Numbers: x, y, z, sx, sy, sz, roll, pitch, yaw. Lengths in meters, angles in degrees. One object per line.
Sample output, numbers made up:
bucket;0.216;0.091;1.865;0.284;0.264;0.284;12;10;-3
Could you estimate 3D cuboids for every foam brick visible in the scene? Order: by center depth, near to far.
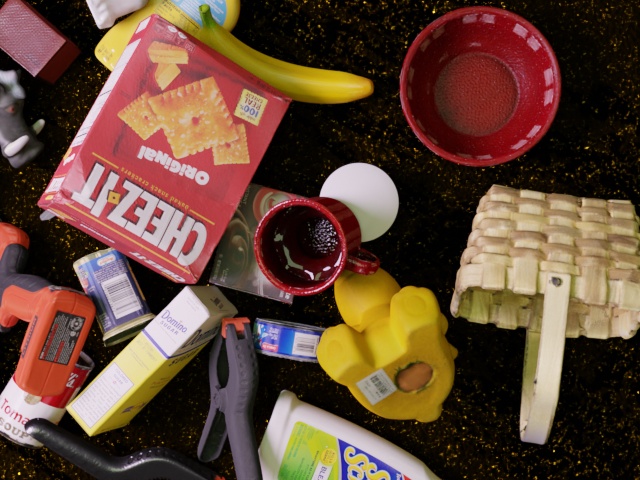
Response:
foam brick;-0.305;-0.212;1.131;0.078;0.051;0.053;42;93;4

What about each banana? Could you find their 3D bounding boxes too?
banana;-0.045;-0.177;1.101;0.197;0.070;0.037;21;65;-15

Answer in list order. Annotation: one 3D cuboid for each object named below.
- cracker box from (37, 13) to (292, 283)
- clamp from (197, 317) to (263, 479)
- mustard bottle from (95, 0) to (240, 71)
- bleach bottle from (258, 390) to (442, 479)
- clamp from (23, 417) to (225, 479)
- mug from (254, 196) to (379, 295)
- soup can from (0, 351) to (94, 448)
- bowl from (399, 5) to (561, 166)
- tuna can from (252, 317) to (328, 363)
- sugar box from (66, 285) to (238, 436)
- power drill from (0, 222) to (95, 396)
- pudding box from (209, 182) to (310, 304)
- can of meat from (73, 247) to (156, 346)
cracker box;-0.149;-0.088;1.045;0.164;0.072;0.213;31;77;-21
clamp;-0.084;0.165;1.062;0.039;0.120;0.171;-6;109;-35
mustard bottle;-0.141;-0.238;1.115;0.096;0.058;0.191;39;92;-6
bleach bottle;0.060;0.243;1.089;0.251;0.068;0.102;20;90;2
clamp;-0.205;0.248;1.100;0.210;0.036;0.164;-6;112;-3
mug;0.003;0.005;1.040;0.117;0.081;0.093;19;104;14
soup can;-0.292;0.156;1.113;0.068;0.068;0.102;32;92;4
bowl;0.162;-0.154;1.093;0.162;0.055;0.162;0;89;4
tuna can;-0.028;0.102;1.086;0.086;0.086;0.034;9;88;4
sugar box;-0.168;0.120;1.082;0.176;0.093;0.048;-43;80;8
power drill;-0.315;0.088;1.076;0.188;0.057;0.184;23;93;43
pudding box;-0.057;0.001;1.113;0.090;0.039;0.113;14;90;4
can of meat;-0.211;0.057;1.092;0.057;0.102;0.084;-23;84;-13
